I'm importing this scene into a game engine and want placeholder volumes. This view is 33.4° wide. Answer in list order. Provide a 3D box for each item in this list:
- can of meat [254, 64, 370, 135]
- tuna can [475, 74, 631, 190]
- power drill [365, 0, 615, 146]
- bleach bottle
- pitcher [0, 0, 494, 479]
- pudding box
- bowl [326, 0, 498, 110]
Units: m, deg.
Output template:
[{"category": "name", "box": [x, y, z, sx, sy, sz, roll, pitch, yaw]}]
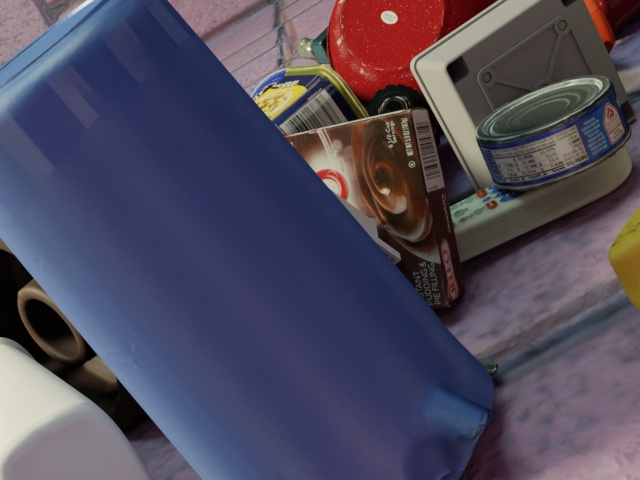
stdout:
[{"category": "can of meat", "box": [-0.024, -0.073, 0.736, 0.084, 0.057, 0.102, -40, 19, -12]}, {"category": "tuna can", "box": [0.135, -0.064, 0.627, 0.086, 0.034, 0.086, -24, 18, 8]}, {"category": "power drill", "box": [0.119, -0.118, 0.789, 0.188, 0.057, 0.184, -27, -2, 6]}, {"category": "bleach bottle", "box": [-0.166, 0.115, 0.621, 0.068, 0.102, 0.251, -32, 18, -20]}, {"category": "pitcher", "box": [-0.049, 0.018, 0.462, 0.149, 0.242, 0.145, -34, 21, 10]}, {"category": "pudding box", "box": [0.027, -0.013, 0.611, 0.090, 0.113, 0.039, -9, 2, 27]}, {"category": "bowl", "box": [0.069, -0.181, 0.894, 0.162, 0.162, 0.055, -25, -15, 21]}]
